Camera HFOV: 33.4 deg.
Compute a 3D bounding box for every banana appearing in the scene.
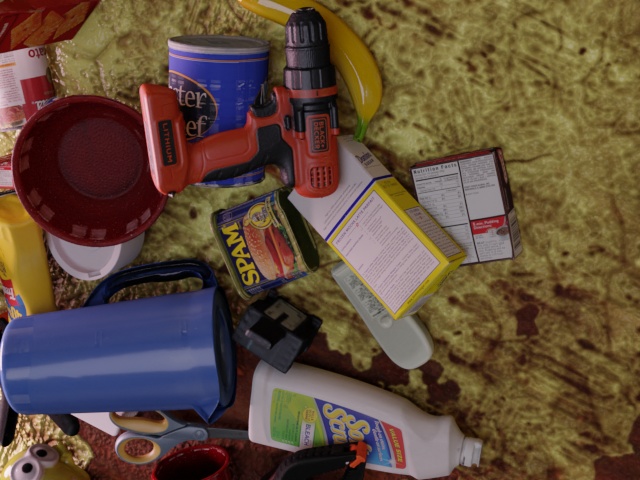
[{"bbox_3d":[0.002,-0.193,1.062,0.069,0.037,0.198,-39,86,-11],"label":"banana"}]

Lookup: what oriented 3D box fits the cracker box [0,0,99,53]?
[{"bbox_3d":[-0.344,-0.269,1.070,0.164,0.213,0.072,45,114,2],"label":"cracker box"}]

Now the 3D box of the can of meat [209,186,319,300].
[{"bbox_3d":[-0.057,0.002,1.138,0.084,0.057,0.102,-20,96,20],"label":"can of meat"}]

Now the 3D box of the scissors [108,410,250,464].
[{"bbox_3d":[-0.151,0.235,1.234,0.201,0.016,0.096,18,114,-6],"label":"scissors"}]

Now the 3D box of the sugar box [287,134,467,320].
[{"bbox_3d":[0.055,-0.015,1.076,0.176,0.048,0.093,51,123,18],"label":"sugar box"}]

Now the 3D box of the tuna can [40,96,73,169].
[{"bbox_3d":[-0.273,-0.114,1.162,0.034,0.086,0.086,2,106,16],"label":"tuna can"}]

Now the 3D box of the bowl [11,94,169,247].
[{"bbox_3d":[-0.231,-0.077,1.098,0.162,0.055,0.162,0,111,-1],"label":"bowl"}]

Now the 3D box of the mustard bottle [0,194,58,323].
[{"bbox_3d":[-0.339,0.049,1.230,0.096,0.058,0.192,30,133,49],"label":"mustard bottle"}]

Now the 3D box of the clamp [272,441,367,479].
[{"bbox_3d":[-0.034,0.279,1.153,0.164,0.036,0.210,35,114,-11],"label":"clamp"}]

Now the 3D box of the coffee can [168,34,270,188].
[{"bbox_3d":[-0.105,-0.134,1.089,0.103,0.102,0.140,8,108,16],"label":"coffee can"}]

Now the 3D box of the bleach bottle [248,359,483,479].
[{"bbox_3d":[0.051,0.196,1.156,0.251,0.068,0.102,10,110,13],"label":"bleach bottle"}]

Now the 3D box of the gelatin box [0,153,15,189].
[{"bbox_3d":[-0.330,-0.079,1.198,0.089,0.073,0.030,2,105,19],"label":"gelatin box"}]

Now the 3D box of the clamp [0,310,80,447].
[{"bbox_3d":[-0.373,0.175,1.305,0.120,0.039,0.171,-23,91,19],"label":"clamp"}]

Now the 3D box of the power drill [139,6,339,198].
[{"bbox_3d":[-0.073,-0.122,1.014,0.187,0.057,0.184,-8,106,-12],"label":"power drill"}]

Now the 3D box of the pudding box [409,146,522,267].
[{"bbox_3d":[0.146,-0.031,1.070,0.090,0.039,0.113,-9,100,24],"label":"pudding box"}]

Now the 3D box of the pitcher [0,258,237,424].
[{"bbox_3d":[-0.215,0.116,1.161,0.243,0.149,0.145,-5,110,5],"label":"pitcher"}]

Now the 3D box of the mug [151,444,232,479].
[{"bbox_3d":[-0.150,0.295,1.241,0.117,0.093,0.081,0,111,33],"label":"mug"}]

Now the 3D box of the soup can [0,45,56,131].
[{"bbox_3d":[-0.329,-0.176,1.173,0.069,0.068,0.102,-6,103,20],"label":"soup can"}]
